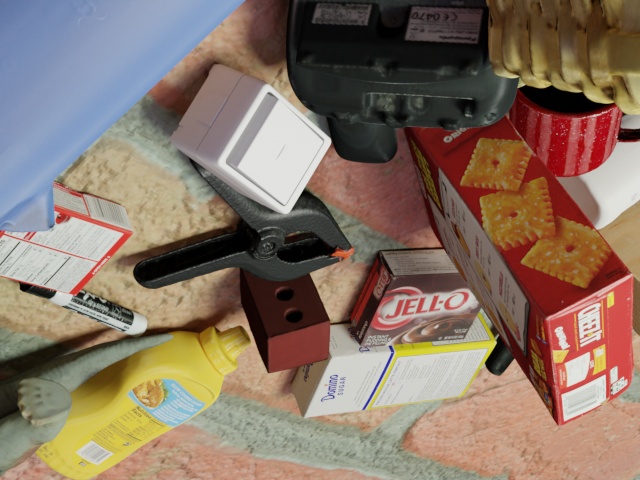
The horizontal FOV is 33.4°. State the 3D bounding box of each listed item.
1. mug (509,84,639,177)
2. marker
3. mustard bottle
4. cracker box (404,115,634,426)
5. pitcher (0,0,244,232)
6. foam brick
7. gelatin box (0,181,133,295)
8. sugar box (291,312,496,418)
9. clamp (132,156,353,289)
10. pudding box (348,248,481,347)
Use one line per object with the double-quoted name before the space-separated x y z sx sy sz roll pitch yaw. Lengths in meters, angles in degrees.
"mug" 0.191 -0.098 0.777 0.117 0.093 0.081 10 150 14
"marker" -0.179 0.047 0.804 0.020 0.020 0.121 -39 141 17
"mustard bottle" -0.142 0.126 0.885 0.192 0.058 0.096 -31 141 6
"cracker box" 0.144 0.005 0.779 0.072 0.214 0.164 -26 143 -3
"pitcher" -0.134 -0.131 0.545 0.243 0.145 0.149 -38 153 10
"foam brick" -0.029 0.057 0.853 0.053 0.078 0.051 -14 142 -15
"gelatin box" -0.186 -0.003 0.732 0.089 0.030 0.073 21 124 -43
"sugar box" 0.068 0.116 1.006 0.176 0.048 0.093 0 136 -24
"clamp" -0.055 0.001 0.804 0.171 0.039 0.120 19 125 -38
"pudding box" 0.091 0.050 0.945 0.113 0.039 0.090 -4 137 -27
